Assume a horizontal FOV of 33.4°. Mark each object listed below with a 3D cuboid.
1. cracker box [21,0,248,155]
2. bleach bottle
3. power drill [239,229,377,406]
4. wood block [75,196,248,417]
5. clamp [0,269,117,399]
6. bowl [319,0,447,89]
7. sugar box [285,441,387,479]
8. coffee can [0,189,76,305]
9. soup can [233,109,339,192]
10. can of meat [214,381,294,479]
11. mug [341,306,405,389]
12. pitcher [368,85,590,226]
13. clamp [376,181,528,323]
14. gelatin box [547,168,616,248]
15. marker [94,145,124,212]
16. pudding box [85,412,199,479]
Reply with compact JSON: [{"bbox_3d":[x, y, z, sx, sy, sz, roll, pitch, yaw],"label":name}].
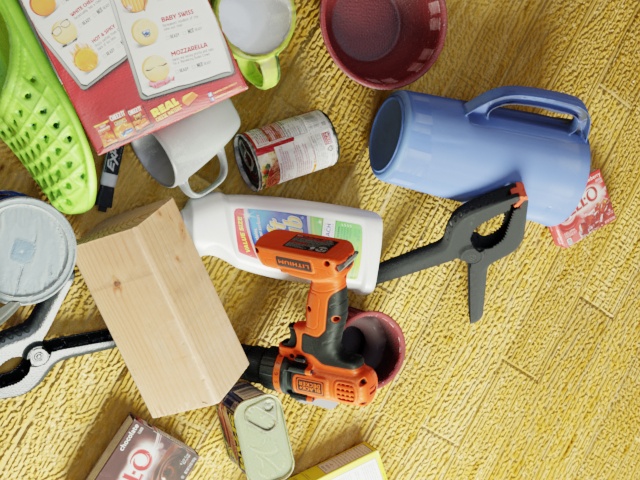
[{"bbox_3d":[-0.188,-0.215,1.042,0.164,0.072,0.213,-25,105,-1],"label":"cracker box"},{"bbox_3d":[-0.058,0.001,1.205,0.250,0.068,0.102,5,95,-20],"label":"bleach bottle"},{"bbox_3d":[-0.027,0.084,1.161,0.057,0.185,0.188,-43,135,-56],"label":"power drill"},{"bbox_3d":[-0.168,0.072,1.133,0.091,0.090,0.206,-16,106,26],"label":"wood block"},{"bbox_3d":[-0.292,0.115,1.126,0.171,0.039,0.120,-42,125,-3],"label":"clamp"},{"bbox_3d":[0.064,-0.254,1.231,0.161,0.055,0.162,-2,95,-22],"label":"bowl"},{"bbox_3d":[-0.002,0.319,1.269,0.176,0.048,0.093,-21,103,-16],"label":"sugar box"},{"bbox_3d":[-0.305,0.004,1.058,0.102,0.140,0.103,-2,96,-22],"label":"coffee can"},{"bbox_3d":[-0.038,-0.102,1.198,0.102,0.069,0.068,-20,103,-20],"label":"soup can"},{"bbox_3d":[-0.077,0.215,1.205,0.057,0.084,0.102,-16,101,-20],"label":"can of meat"},{"bbox_3d":[0.030,0.119,1.241,0.117,0.082,0.093,13,90,-23],"label":"mug"},{"bbox_3d":[0.189,-0.109,1.256,0.242,0.145,0.149,10,90,-20],"label":"pitcher"},{"bbox_3d":[0.181,0.015,1.265,0.164,0.036,0.210,28,124,-28],"label":"clamp"},{"bbox_3d":[0.331,-0.042,1.377,0.089,0.030,0.073,-28,105,-18],"label":"gelatin box"},{"bbox_3d":[-0.223,-0.090,1.149,0.020,0.020,0.121,12,91,-23],"label":"marker"},{"bbox_3d":[-0.203,0.261,1.182,0.090,0.039,0.113,35,82,-21],"label":"pudding box"}]
